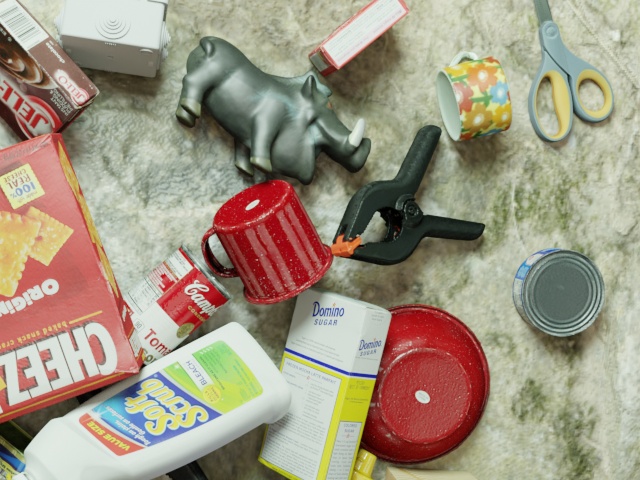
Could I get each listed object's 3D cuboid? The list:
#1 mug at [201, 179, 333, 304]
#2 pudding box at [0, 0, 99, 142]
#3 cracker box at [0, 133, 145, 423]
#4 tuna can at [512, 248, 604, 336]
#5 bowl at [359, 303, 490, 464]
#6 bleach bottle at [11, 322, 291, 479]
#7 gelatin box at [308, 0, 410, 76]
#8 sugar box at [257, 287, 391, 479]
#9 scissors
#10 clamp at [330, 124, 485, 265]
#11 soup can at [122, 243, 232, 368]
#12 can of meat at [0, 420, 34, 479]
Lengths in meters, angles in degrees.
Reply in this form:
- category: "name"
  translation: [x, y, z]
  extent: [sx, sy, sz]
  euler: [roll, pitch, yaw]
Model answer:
- category: "mug"
  translation: [-0.056, 0.001, 0.975]
  extent: [0.117, 0.093, 0.081]
  euler: [-13, 119, 27]
- category: "pudding box"
  translation: [-0.260, -0.144, 0.938]
  extent: [0.113, 0.090, 0.039]
  euler: [51, 44, -7]
- category: "cracker box"
  translation: [-0.261, 0.036, 0.897]
  extent: [0.164, 0.072, 0.214]
  euler: [-20, 96, -2]
- category: "tuna can"
  translation: [0.235, 0.050, 1.059]
  extent: [0.086, 0.034, 0.086]
  euler: [-1, 94, -9]
- category: "bowl"
  translation: [0.094, 0.145, 1.032]
  extent: [0.162, 0.055, 0.162]
  euler: [-1, 94, -9]
- category: "bleach bottle"
  translation: [-0.151, 0.167, 0.926]
  extent: [0.250, 0.068, 0.103]
  euler: [-28, 69, -33]
- category: "gelatin box"
  translation: [0.034, -0.193, 0.990]
  extent: [0.089, 0.073, 0.030]
  euler: [-41, 99, -5]
- category: "sugar box"
  translation: [0.003, 0.138, 0.997]
  extent: [0.048, 0.093, 0.176]
  euler: [16, 91, -45]
- category: "scissors"
  translation: [0.244, -0.198, 1.053]
  extent: [0.096, 0.016, 0.202]
  euler: [-1, 94, -11]
- category: "clamp"
  translation: [0.076, -0.037, 1.002]
  extent: [0.171, 0.039, 0.120]
  euler: [-20, 87, -36]
- category: "soup can"
  translation: [-0.141, 0.061, 0.981]
  extent: [0.102, 0.068, 0.068]
  euler: [-42, 99, -3]
- category: "can of meat"
  translation: [-0.296, 0.209, 0.956]
  extent: [0.102, 0.057, 0.084]
  euler: [32, 91, 19]
